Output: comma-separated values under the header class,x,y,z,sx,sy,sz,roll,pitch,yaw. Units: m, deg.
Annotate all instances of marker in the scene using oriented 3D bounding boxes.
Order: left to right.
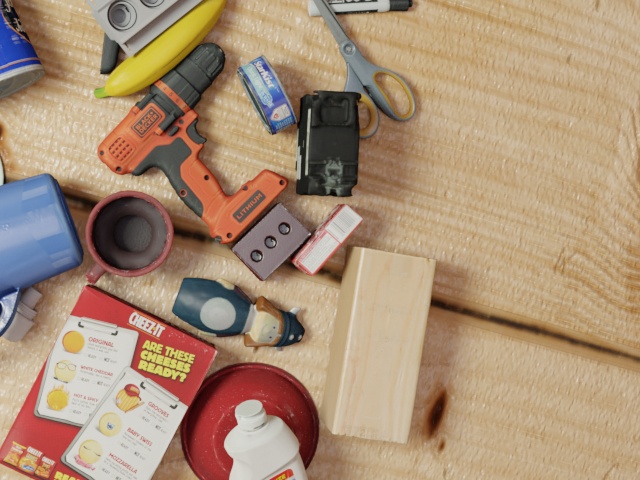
class,x,y,z,sx,sy,sz,roll,pitch,yaw
marker,0.047,-0.271,1.231,0.121,0.020,0.020,-4,92,-7

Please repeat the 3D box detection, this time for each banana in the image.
class,x,y,z,sx,sy,sz,roll,pitch,yaw
banana,-0.170,-0.220,1.180,0.197,0.070,0.037,-41,131,-6

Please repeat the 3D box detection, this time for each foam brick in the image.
class,x,y,z,sx,sy,sz,roll,pitch,yaw
foam brick,-0.058,0.001,1.209,0.053,0.051,0.078,45,86,-6

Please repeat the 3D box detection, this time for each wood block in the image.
class,x,y,z,sx,sy,sz,roll,pitch,yaw
wood block,0.064,0.115,1.208,0.090,0.091,0.206,9,90,-8

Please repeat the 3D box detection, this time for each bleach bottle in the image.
class,x,y,z,sx,sy,sz,roll,pitch,yaw
bleach bottle,-0.060,0.284,1.161,0.102,0.068,0.251,-16,118,-8

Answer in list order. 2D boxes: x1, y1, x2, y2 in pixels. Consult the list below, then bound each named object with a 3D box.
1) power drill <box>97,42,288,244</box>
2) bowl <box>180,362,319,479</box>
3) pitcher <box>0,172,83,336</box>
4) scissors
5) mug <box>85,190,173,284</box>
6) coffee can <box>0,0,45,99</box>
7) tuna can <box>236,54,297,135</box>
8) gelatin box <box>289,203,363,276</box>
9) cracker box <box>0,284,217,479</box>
class,x,y,z,sx,sy,sz,roll,pitch,yaw
power drill,-0.127,-0.103,1.197,0.187,0.057,0.184,44,89,-4
bowl,-0.078,0.221,1.211,0.162,0.055,0.162,0,92,-8
pitcher,-0.379,0.026,1.133,0.242,0.145,0.149,-20,126,-9
scissors,0.024,-0.200,1.223,0.201,0.016,0.096,42,90,-12
mug,-0.215,0.001,1.174,0.093,0.081,0.117,38,86,-7
coffee can,-0.371,-0.223,1.138,0.102,0.103,0.140,-26,94,-6
tuna can,-0.060,-0.161,1.188,0.033,0.086,0.086,-28,95,-4
gelatin box,0.005,-0.001,1.206,0.030,0.073,0.089,42,87,-5
cracker box,-0.234,0.178,1.182,0.164,0.072,0.213,27,87,-8
